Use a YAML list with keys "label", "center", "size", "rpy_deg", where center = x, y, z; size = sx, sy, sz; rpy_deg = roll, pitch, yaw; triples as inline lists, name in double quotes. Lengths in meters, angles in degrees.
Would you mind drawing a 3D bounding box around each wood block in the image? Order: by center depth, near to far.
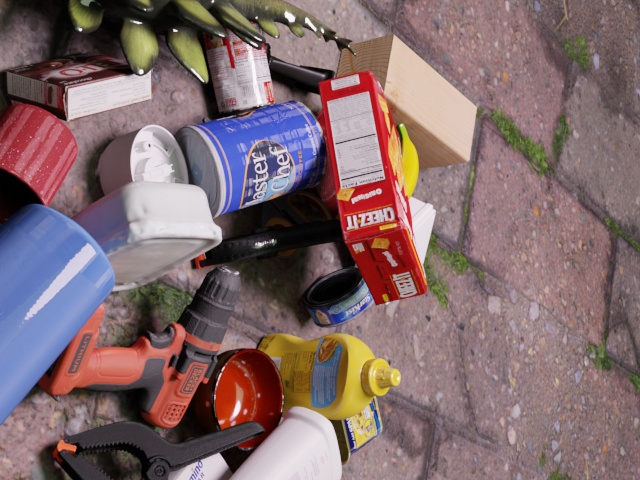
- label: "wood block"
  center: [0.118, -0.184, 1.456]
  size: [0.205, 0.090, 0.091]
  rpy_deg: [30, 63, -44]

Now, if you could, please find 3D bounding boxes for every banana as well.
- label: "banana"
  center: [0.081, -0.065, 1.357]
  size: [0.069, 0.037, 0.197]
  rpy_deg: [40, 50, -9]

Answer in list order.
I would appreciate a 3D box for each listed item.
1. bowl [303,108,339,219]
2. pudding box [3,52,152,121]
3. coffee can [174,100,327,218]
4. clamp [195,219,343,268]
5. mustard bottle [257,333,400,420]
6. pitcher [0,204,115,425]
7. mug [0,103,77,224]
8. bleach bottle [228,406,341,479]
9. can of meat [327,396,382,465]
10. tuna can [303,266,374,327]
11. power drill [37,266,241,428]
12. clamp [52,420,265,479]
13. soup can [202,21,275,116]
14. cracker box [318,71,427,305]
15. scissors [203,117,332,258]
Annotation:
- label: "bowl"
  center: [0.017, -0.096, 1.352]
  size: [0.161, 0.055, 0.162]
  rpy_deg: [7, 81, -50]
- label: "pudding box"
  center: [-0.232, -0.151, 1.032]
  size: [0.113, 0.090, 0.039]
  rpy_deg: [-28, 126, -47]
- label: "coffee can"
  center: [-0.078, -0.090, 1.174]
  size: [0.140, 0.103, 0.103]
  rpy_deg: [-19, 101, -32]
- label: "clamp"
  center: [-0.058, 0.001, 1.215]
  size: [0.120, 0.171, 0.039]
  rpy_deg: [110, -28, -86]
- label: "mustard bottle"
  center: [0.008, 0.154, 1.208]
  size: [0.058, 0.192, 0.096]
  rpy_deg: [26, 67, -46]
- label: "pitcher"
  center: [-0.294, 0.078, 0.885]
  size: [0.242, 0.145, 0.149]
  rpy_deg: [-51, 129, -29]
- label: "mug"
  center: [-0.286, -0.076, 0.977]
  size: [0.117, 0.093, 0.081]
  rpy_deg: [26, 55, -6]
- label: "bleach bottle"
  center: [-0.078, 0.286, 1.114]
  size: [0.250, 0.068, 0.102]
  rpy_deg: [-38, 129, -39]
- label: "can of meat"
  center: [0.028, 0.215, 1.332]
  size: [0.083, 0.058, 0.102]
  rpy_deg: [-24, 105, -51]
- label: "tuna can"
  center: [0.023, 0.069, 1.319]
  size: [0.086, 0.086, 0.033]
  rpy_deg: [-48, 120, -41]
- label: "power drill"
  center: [-0.177, 0.096, 1.053]
  size: [0.187, 0.057, 0.184]
  rpy_deg: [17, 102, -44]
- label: "clamp"
  center: [-0.158, 0.240, 1.042]
  size: [0.209, 0.036, 0.164]
  rpy_deg: [13, 56, -18]
- label: "soup can"
  center: [-0.093, -0.199, 1.224]
  size: [0.068, 0.069, 0.102]
  rpy_deg: [-20, 102, -49]
- label: "cracker box"
  center: [0.062, -0.059, 1.210]
  size: [0.164, 0.072, 0.214]
  rpy_deg: [61, 17, -58]
- label: "scissors"
  center: [-0.077, -0.053, 1.258]
  size: [0.201, 0.016, 0.096]
  rpy_deg: [32, 96, -19]
